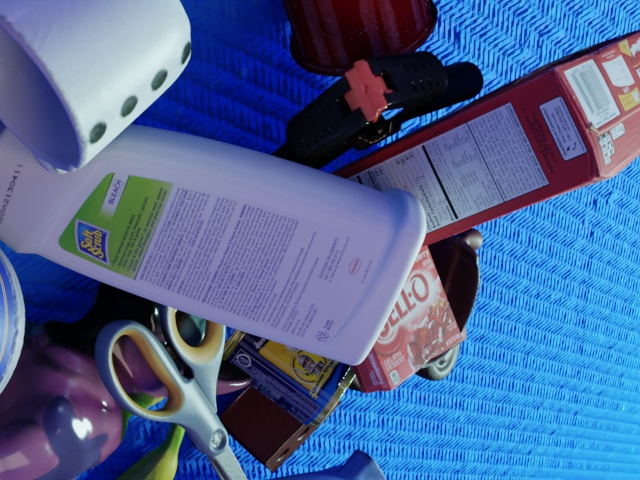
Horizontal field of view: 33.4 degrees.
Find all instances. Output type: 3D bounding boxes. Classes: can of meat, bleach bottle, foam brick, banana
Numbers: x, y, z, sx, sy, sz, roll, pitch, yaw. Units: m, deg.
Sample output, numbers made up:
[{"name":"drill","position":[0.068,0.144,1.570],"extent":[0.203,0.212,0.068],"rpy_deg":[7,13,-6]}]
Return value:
[{"name":"can of meat","position":[-0.011,0.066,0.737],"extent":[0.102,0.084,0.057],"rpy_deg":[-54,180,-26]},{"name":"bleach bottle","position":[-0.078,-0.018,0.560],"extent":[0.250,0.068,0.103],"rpy_deg":[20,106,-14]},{"name":"foam brick","position":[-0.030,0.128,0.803],"extent":[0.078,0.051,0.053],"rpy_deg":[-45,164,-11]},{"name":"banana","position":[-0.173,0.194,0.732],"extent":[0.197,0.037,0.069],"rpy_deg":[-30,120,-29]}]

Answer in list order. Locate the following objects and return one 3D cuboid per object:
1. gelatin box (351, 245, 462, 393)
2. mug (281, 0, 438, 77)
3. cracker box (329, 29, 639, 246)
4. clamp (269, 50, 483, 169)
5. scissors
[{"name":"gelatin box","position":[0.050,0.051,0.712],"extent":[0.089,0.030,0.073],"rpy_deg":[-27,97,-45]},{"name":"mug","position":[0.027,-0.158,0.621],"extent":[0.117,0.093,0.081],"rpy_deg":[-9,132,13]},{"name":"cracker box","position":[0.097,-0.048,0.666],"extent":[0.163,0.214,0.072],"rpy_deg":[-29,94,-54]},{"name":"clamp","position":[0.036,-0.078,0.620],"extent":[0.164,0.036,0.210],"rpy_deg":[-27,179,-4]},{"name":"scissors","position":[-0.060,0.098,0.639],"extent":[0.201,0.016,0.096],"rpy_deg":[51,58,-41]}]
